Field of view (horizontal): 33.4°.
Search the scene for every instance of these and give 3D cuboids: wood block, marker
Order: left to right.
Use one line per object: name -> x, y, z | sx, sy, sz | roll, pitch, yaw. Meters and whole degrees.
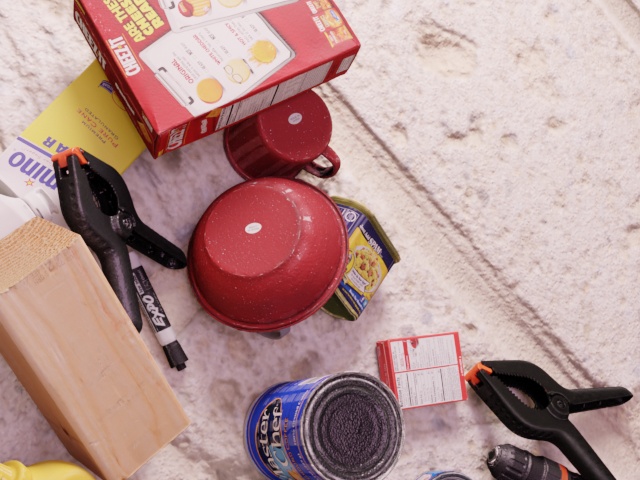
wood block -> -0.206, 0.094, 0.893 | 0.090, 0.091, 0.206 | -39, 123, -25
marker -> -0.156, 0.067, 1.005 | 0.020, 0.020, 0.121 | -27, 91, -27

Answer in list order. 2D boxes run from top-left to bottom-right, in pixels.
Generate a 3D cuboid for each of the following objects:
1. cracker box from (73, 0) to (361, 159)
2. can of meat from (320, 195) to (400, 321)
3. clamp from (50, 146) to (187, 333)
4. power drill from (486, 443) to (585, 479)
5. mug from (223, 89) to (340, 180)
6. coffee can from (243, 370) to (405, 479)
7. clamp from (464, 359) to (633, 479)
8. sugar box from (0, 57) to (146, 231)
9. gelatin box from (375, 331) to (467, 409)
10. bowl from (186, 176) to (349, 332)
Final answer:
cracker box -> -0.096, -0.193, 0.987 | 0.213, 0.072, 0.164 | -27, 79, -19
can of meat -> 0.024, 0.020, 1.060 | 0.084, 0.058, 0.102 | -56, 136, -21
clamp -> -0.180, -0.012, 0.960 | 0.171, 0.039, 0.120 | 68, 23, -17
power drill -> 0.229, 0.323, 1.107 | 0.184, 0.057, 0.187 | 29, 69, -17
mug -> -0.030, -0.100, 1.062 | 0.117, 0.082, 0.093 | 37, 67, -14
coffee can -> 0.001, 0.177, 0.986 | 0.102, 0.141, 0.103 | 5, 77, -24
clamp -> 0.249, 0.191, 1.130 | 0.209, 0.036, 0.164 | 23, 42, -14
sugar box -> -0.220, -0.092, 0.994 | 0.093, 0.048, 0.176 | 42, 65, -12
gelatin box -> 0.104, 0.135, 1.105 | 0.089, 0.030, 0.073 | -4, 83, -25
bowl -> -0.057, 0.001, 0.996 | 0.162, 0.055, 0.162 | -5, 66, 11
